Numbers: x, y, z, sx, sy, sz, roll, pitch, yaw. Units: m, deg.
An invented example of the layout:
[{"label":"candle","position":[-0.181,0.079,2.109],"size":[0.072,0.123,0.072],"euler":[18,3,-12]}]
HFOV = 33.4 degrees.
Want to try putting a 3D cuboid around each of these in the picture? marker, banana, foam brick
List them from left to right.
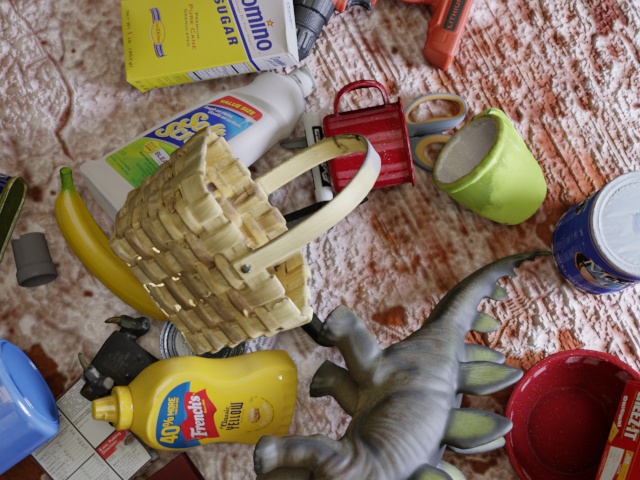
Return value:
[{"label":"banana","position":[-0.208,0.019,1.068],"size":[0.198,0.070,0.037],"euler":[47,58,8]},{"label":"foam brick","position":[-0.150,0.250,1.039],"size":[0.078,0.051,0.053],"euler":[-35,85,-8]},{"label":"marker","position":[-0.001,-0.070,1.084],"size":[0.020,0.020,0.121],"euler":[-8,81,-5]}]

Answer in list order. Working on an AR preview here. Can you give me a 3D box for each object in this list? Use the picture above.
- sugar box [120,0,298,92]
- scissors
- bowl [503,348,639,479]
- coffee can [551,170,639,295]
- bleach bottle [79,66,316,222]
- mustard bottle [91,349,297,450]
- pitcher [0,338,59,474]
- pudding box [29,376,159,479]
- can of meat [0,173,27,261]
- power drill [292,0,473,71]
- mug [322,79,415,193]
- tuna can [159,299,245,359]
[{"label":"sugar box","position":[-0.115,-0.215,1.102],"size":[0.176,0.048,0.093],"euler":[-9,80,13]},{"label":"scissors","position":[0.067,-0.096,1.129],"size":[0.201,0.016,0.096],"euler":[-21,82,-6]},{"label":"bowl","position":[0.257,0.191,1.071],"size":[0.162,0.055,0.162],"euler":[1,80,-3]},{"label":"coffee can","position":[0.299,-0.004,1.063],"size":[0.102,0.140,0.103],"euler":[1,80,-3]},{"label":"bleach bottle","position":[-0.114,-0.104,1.093],"size":[0.250,0.068,0.103],"euler":[-37,57,-16]},{"label":"mustard bottle","position":[-0.121,0.154,1.016],"size":[0.191,0.058,0.096],"euler":[0,121,-22]},{"label":"pitcher","position":[-0.373,0.188,0.975],"size":[0.243,0.149,0.145],"euler":[-33,79,-1]},{"label":"pudding box","position":[-0.229,0.204,1.050],"size":[0.090,0.039,0.113],"euler":[-43,83,-8]},{"label":"can of meat","position":[-0.355,-0.028,1.073],"size":[0.084,0.057,0.102],"euler":[18,79,2]},{"label":"power drill","position":[0.061,-0.249,1.134],"size":[0.187,0.057,0.184],"euler":[22,83,0]},{"label":"mug","position":[0.046,-0.104,1.072],"size":[0.081,0.093,0.117],"euler":[-10,113,4]},{"label":"tuna can","position":[-0.118,0.103,1.075],"size":[0.086,0.034,0.086],"euler":[1,80,-3]}]
